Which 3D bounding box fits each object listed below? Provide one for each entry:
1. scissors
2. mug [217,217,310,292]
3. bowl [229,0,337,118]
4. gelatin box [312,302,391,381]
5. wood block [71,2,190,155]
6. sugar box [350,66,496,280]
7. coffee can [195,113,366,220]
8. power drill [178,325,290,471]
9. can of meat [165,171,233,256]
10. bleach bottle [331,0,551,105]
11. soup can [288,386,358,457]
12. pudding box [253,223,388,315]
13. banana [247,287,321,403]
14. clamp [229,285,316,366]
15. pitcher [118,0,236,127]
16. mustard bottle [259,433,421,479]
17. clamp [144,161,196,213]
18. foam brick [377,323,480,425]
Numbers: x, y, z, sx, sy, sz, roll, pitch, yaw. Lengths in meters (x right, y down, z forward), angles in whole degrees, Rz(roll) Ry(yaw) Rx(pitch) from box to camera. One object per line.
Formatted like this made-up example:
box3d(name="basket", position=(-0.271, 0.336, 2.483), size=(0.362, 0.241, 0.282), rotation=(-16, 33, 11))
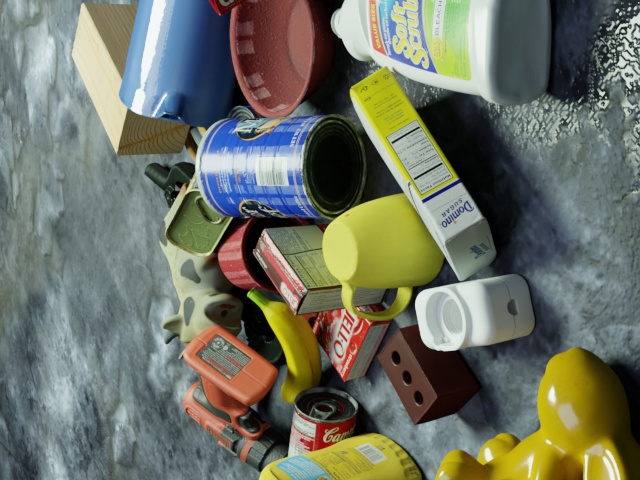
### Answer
box3d(name="scissors", position=(-0.116, -0.098, 1.286), size=(0.202, 0.016, 0.096), rotation=(46, 135, 41))
box3d(name="mug", position=(-0.058, 0.001, 1.171), size=(0.082, 0.093, 0.117), rotation=(-9, 59, 61))
box3d(name="bowl", position=(-0.031, -0.207, 1.098), size=(0.162, 0.055, 0.162), rotation=(19, 113, 53))
box3d(name="gelatin box", position=(0.030, 0.089, 1.100), size=(0.073, 0.030, 0.089), rotation=(54, 139, 35))
box3d(name="wood block", position=(-0.242, -0.209, 1.367), size=(0.206, 0.090, 0.090), rotation=(59, 141, 37))
box3d(name="sugar box", position=(0.090, -0.058, 0.926), size=(0.176, 0.048, 0.093), rotation=(58, -179, 27))
box3d(name="coffee can", position=(-0.040, -0.073, 1.068), size=(0.141, 0.102, 0.103), rotation=(3, 100, 38))
box3d(name="power drill", position=(-0.085, 0.190, 1.194), size=(0.185, 0.057, 0.188), rotation=(32, 148, 21))
box3d(name="can of meat", position=(-0.122, -0.046, 1.177), size=(0.102, 0.057, 0.084), rotation=(-55, 13, 46))
box3d(name="bleach bottle", position=(0.089, -0.178, 0.923), size=(0.251, 0.067, 0.102), rotation=(19, 113, 56))
box3d(name="soup can", position=(0.001, 0.218, 1.141), size=(0.069, 0.068, 0.102), rotation=(33, 125, 48))
box3d(name="pudding box", position=(0.003, 0.026, 1.051), size=(0.090, 0.113, 0.039), rotation=(55, 135, 34))
box3d(name="banana", position=(-0.028, 0.125, 1.151), size=(0.070, 0.037, 0.198), rotation=(34, 150, 35))
box3d(name="clamp", position=(-0.073, 0.096, 1.251), size=(0.210, 0.036, 0.164), rotation=(-37, 62, 52))
box3d(name="pitcher", position=(-0.144, -0.263, 1.205), size=(0.149, 0.144, 0.243), rotation=(34, 122, 33))
box3d(name="mustard bottle", position=(-0.002, 0.243, 1.039), size=(0.096, 0.191, 0.058), rotation=(34, 124, 48))
box3d(name="clamp", position=(-0.185, -0.065, 1.374), size=(0.172, 0.039, 0.120), rotation=(-35, 76, 57))
box3d(name="foam brick", position=(0.099, 0.122, 0.986), size=(0.078, 0.051, 0.053), rotation=(61, 142, 27))
